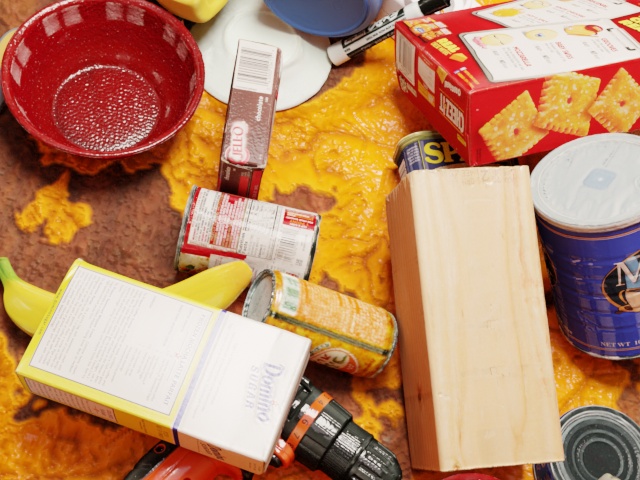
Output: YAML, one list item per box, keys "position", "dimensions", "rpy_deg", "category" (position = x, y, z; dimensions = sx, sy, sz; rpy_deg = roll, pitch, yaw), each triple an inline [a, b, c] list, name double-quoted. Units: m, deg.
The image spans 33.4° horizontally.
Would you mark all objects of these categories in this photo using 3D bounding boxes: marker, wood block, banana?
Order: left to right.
- position: [-0.149, 0.048, 0.783]
  dimensions: [0.198, 0.037, 0.069]
  rpy_deg: [1, 88, 4]
  category: "banana"
- position: [0.060, -0.186, 0.921]
  dimensions: [0.121, 0.020, 0.020]
  rpy_deg: [-24, 60, 27]
  category: "marker"
- position: [0.107, 0.058, 0.772]
  dimensions: [0.090, 0.091, 0.206]
  rpy_deg: [-3, 80, -9]
  category: "wood block"

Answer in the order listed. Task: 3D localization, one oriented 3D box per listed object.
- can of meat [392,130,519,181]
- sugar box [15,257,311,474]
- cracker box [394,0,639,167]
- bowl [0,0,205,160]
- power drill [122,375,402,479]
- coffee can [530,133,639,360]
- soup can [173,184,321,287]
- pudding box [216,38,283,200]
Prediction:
- position: [0.117, -0.042, 0.877]
  dimensions: [0.102, 0.057, 0.084]
  rpy_deg: [-5, 66, -10]
  category: "can of meat"
- position: [-0.104, 0.085, 0.723]
  dimensions: [0.176, 0.048, 0.093]
  rpy_deg: [20, 64, 4]
  category: "sugar box"
- position: [0.186, -0.138, 0.861]
  dimensions: [0.213, 0.072, 0.164]
  rpy_deg: [-12, 32, -12]
  category: "cracker box"
- position: [-0.176, -0.123, 0.874]
  dimensions: [0.162, 0.055, 0.162]
  rpy_deg: [4, 62, -7]
  category: "bowl"
- position: [-0.059, 0.170, 0.739]
  dimensions: [0.184, 0.057, 0.187]
  rpy_deg: [34, 60, 14]
  category: "power drill"
- position: [0.218, 0.006, 0.800]
  dimensions: [0.103, 0.140, 0.103]
  rpy_deg: [-13, 39, 11]
  category: "coffee can"
- position: [-0.055, 0.001, 0.821]
  dimensions: [0.102, 0.068, 0.068]
  rpy_deg: [13, 61, -3]
  category: "soup can"
- position: [-0.059, -0.088, 0.851]
  dimensions: [0.039, 0.090, 0.113]
  rpy_deg: [10, 65, -6]
  category: "pudding box"
